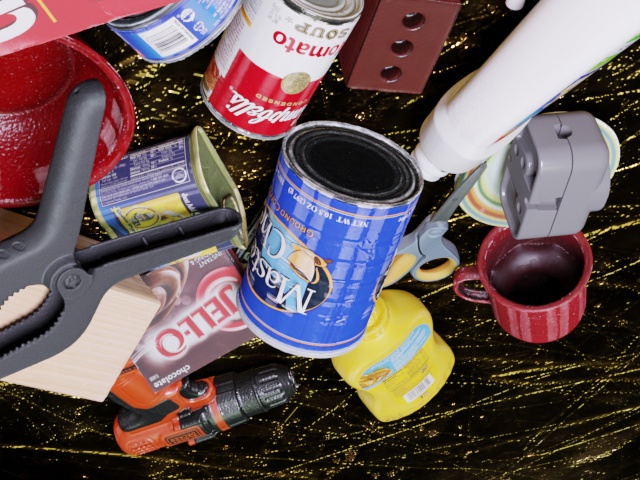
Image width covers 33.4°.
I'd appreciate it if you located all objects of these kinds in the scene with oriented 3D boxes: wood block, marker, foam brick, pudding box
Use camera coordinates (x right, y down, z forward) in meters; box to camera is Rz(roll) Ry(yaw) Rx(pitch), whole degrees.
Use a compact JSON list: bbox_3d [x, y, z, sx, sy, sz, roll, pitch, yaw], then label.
[{"bbox_3d":[-0.227,0.033,0.727,0.205,0.090,0.091,22,105,-43],"label":"wood block"},{"bbox_3d":[-0.056,0.001,0.851,0.020,0.020,0.121,10,138,-27],"label":"marker"},{"bbox_3d":[0.046,-0.137,0.667,0.053,0.051,0.078,2,142,-17],"label":"foam brick"},{"bbox_3d":[-0.107,0.054,0.844,0.113,0.039,0.090,-29,107,7],"label":"pudding box"}]

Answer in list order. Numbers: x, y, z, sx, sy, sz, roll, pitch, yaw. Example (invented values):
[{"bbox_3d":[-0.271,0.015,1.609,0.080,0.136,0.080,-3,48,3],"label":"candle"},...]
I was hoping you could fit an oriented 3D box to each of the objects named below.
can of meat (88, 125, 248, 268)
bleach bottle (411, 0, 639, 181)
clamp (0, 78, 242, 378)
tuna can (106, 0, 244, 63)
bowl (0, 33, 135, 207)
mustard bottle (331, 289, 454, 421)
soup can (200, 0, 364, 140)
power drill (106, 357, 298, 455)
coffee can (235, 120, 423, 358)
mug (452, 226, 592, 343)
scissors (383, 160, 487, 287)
[{"bbox_3d":[-0.108,-0.026,0.771,0.084,0.057,0.102,-16,144,9],"label":"can of meat"},{"bbox_3d":[0.146,-0.119,0.698,0.102,0.068,0.251,-38,176,-44],"label":"bleach bottle"},{"bbox_3d":[-0.154,0.017,0.679,0.210,0.036,0.164,-50,136,5],"label":"clamp"},{"bbox_3d":[-0.082,-0.143,0.596,0.086,0.086,0.033,-28,139,21],"label":"tuna can"},{"bbox_3d":[-0.197,-0.091,0.660,0.162,0.055,0.162,-7,143,-6],"label":"bowl"},{"bbox_3d":[0.058,0.094,0.950,0.096,0.058,0.191,-39,148,-3],"label":"mustard bottle"},{"bbox_3d":[-0.024,-0.121,0.657,0.068,0.068,0.102,9,138,-26],"label":"soup can"},{"bbox_3d":[-0.129,0.125,0.965,0.184,0.057,0.187,-21,142,7],"label":"power drill"},{"bbox_3d":[0.004,0.000,0.771,0.102,0.103,0.140,4,127,-20],"label":"coffee can"},{"bbox_3d":[0.171,0.037,0.907,0.117,0.093,0.081,-5,150,12],"label":"mug"},{"bbox_3d":[0.104,-0.007,0.863,0.096,0.016,0.202,6,150,-32],"label":"scissors"}]
